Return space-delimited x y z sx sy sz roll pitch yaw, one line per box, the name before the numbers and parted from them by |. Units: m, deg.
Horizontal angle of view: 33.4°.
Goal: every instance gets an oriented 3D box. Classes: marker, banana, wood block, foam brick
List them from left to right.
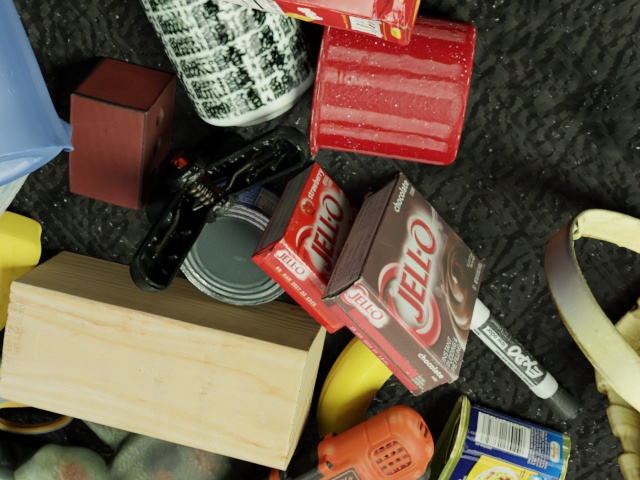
foam brick | -0.128 -0.068 0.687 0.051 0.053 0.078 15 129 5
wood block | -0.108 0.081 0.752 0.206 0.090 0.090 13 105 7
banana | 0.037 0.107 0.782 0.069 0.037 0.198 7 130 -10
marker | 0.139 0.084 0.742 0.020 0.020 0.121 -34 110 33

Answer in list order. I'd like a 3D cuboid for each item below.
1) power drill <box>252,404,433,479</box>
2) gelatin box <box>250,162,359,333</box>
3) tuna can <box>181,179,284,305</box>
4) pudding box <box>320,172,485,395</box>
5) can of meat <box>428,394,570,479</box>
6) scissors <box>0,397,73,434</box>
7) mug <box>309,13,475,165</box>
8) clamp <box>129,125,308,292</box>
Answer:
power drill | 0.031 0.227 0.755 0.185 0.057 0.187 -31 103 17
gelatin box | 0.002 0.004 0.678 0.030 0.089 0.073 -32 112 33
tuna can | -0.055 0.001 0.728 0.086 0.033 0.086 8 127 11
pudding box | 0.054 0.026 0.664 0.039 0.113 0.090 -30 113 33
can of meat | 0.127 0.172 0.788 0.084 0.057 0.102 18 128 1
scissors | -0.294 0.117 0.849 0.201 0.016 0.096 9 118 -22
mug | 0.041 -0.083 0.612 0.081 0.093 0.117 9 157 4
clamp | -0.076 -0.023 0.637 0.120 0.172 0.039 -39 104 -12
